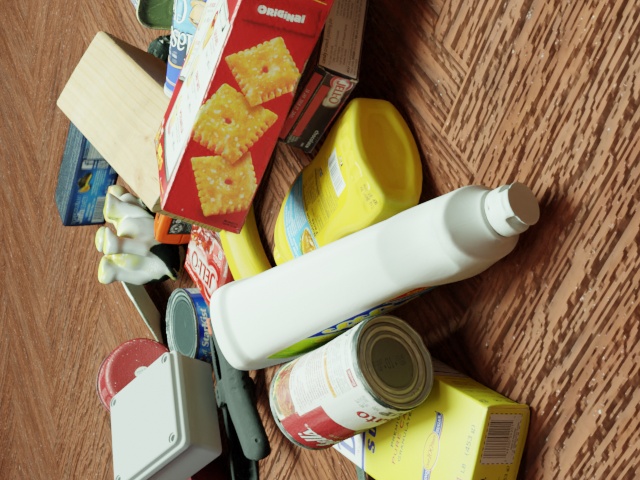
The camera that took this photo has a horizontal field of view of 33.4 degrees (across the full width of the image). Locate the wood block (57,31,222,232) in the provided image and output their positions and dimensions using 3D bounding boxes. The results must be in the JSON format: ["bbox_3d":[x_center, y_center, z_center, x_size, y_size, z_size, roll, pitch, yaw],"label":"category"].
[{"bbox_3d":[-0.156,-0.107,1.023,0.206,0.090,0.090,44,105,39],"label":"wood block"}]

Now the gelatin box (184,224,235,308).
[{"bbox_3d":[-0.106,0.020,1.080,0.089,0.030,0.073,53,138,47],"label":"gelatin box"}]

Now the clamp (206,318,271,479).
[{"bbox_3d":[-0.079,0.149,1.024,0.120,0.039,0.171,132,127,-63],"label":"clamp"}]

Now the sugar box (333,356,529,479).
[{"bbox_3d":[0.068,0.130,0.752,0.176,0.048,0.093,22,101,56],"label":"sugar box"}]

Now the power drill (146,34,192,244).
[{"bbox_3d":[-0.163,-0.103,1.148,0.188,0.057,0.185,61,142,41],"label":"power drill"}]

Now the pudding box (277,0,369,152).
[{"bbox_3d":[0.001,-0.138,0.823,0.090,0.039,0.113,129,154,-49],"label":"pudding box"}]

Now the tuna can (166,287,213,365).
[{"bbox_3d":[-0.133,0.092,1.131,0.086,0.033,0.086,10,101,61],"label":"tuna can"}]

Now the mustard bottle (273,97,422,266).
[{"bbox_3d":[0.009,-0.021,0.838,0.192,0.058,0.096,-50,48,51],"label":"mustard bottle"}]

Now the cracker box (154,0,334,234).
[{"bbox_3d":[-0.059,-0.135,0.816,0.164,0.072,0.214,-113,45,-65],"label":"cracker box"}]

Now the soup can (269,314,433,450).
[{"bbox_3d":[0.021,0.098,0.729,0.102,0.068,0.068,-35,62,47],"label":"soup can"}]

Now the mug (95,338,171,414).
[{"bbox_3d":[-0.191,0.160,1.180,0.117,0.093,0.082,39,161,-2],"label":"mug"}]

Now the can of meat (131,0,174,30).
[{"bbox_3d":[-0.140,-0.249,1.043,0.084,0.101,0.057,57,140,45],"label":"can of meat"}]

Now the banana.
[{"bbox_3d":[-0.064,0.007,0.996,0.070,0.037,0.198,-53,48,52],"label":"banana"}]

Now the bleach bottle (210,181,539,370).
[{"bbox_3d":[0.037,0.021,0.721,0.251,0.102,0.068,-28,77,44],"label":"bleach bottle"}]
